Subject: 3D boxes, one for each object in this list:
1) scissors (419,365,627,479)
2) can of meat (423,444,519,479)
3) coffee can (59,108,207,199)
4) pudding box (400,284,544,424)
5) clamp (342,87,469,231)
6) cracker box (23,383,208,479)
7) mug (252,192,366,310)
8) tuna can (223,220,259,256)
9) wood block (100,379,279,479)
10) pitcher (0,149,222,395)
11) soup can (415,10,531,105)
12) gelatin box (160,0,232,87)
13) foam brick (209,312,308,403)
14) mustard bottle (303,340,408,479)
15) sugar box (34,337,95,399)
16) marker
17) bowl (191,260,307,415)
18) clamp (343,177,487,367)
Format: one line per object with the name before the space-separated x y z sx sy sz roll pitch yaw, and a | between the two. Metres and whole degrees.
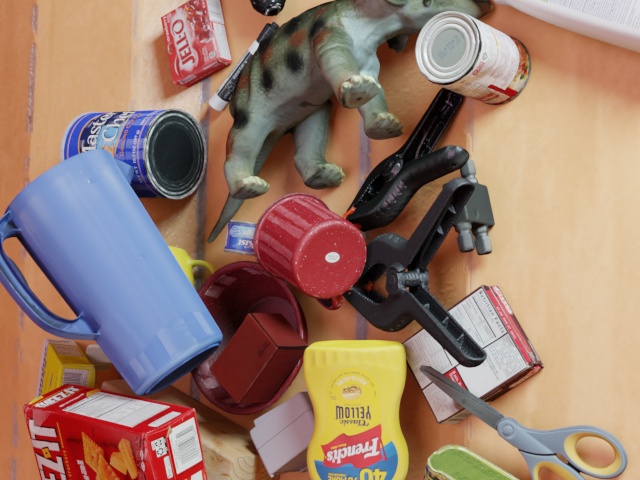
scissors | 0.186 0.160 0.942 0.096 0.016 0.202 -45 76 20
can of meat | 0.136 0.245 0.958 0.102 0.057 0.084 27 120 35
coffee can | -0.217 -0.100 1.237 0.141 0.102 0.103 3 87 36
pudding box | 0.138 0.108 0.996 0.114 0.039 0.090 -38 64 26
clamp | 0.084 -0.063 1.025 0.172 0.039 0.120 -52 16 25
cracker box | -0.206 0.245 1.092 0.214 0.071 0.164 2 107 42
mug | -0.005 0.018 1.050 0.082 0.093 0.117 32 142 57
tuna can | -0.057 0.001 1.121 0.086 0.086 0.034 7 88 37
wood block | -0.151 0.232 1.166 0.206 0.090 0.091 22 99 35
pitcher | -0.218 0.041 1.105 0.149 0.145 0.243 -38 81 11
soup can | 0.141 -0.166 0.980 0.069 0.102 0.068 -4 84 36
gelatin box | -0.145 -0.233 1.241 0.073 0.030 0.089 -21 73 33
foam brick | -0.061 0.117 1.064 0.053 0.051 0.078 48 113 29
mustard bottle | 0.035 0.192 1.010 0.096 0.058 0.191 -1 92 8
sugar box | -0.305 0.175 1.261 0.176 0.048 0.093 -169 88 -67
marker | -0.085 -0.196 1.201 0.121 0.020 0.020 -50 60 22
bowl | -0.068 0.104 1.138 0.162 0.055 0.162 -4 83 36
clamp | 0.084 0.027 0.997 0.210 0.036 0.164 1 90 60
